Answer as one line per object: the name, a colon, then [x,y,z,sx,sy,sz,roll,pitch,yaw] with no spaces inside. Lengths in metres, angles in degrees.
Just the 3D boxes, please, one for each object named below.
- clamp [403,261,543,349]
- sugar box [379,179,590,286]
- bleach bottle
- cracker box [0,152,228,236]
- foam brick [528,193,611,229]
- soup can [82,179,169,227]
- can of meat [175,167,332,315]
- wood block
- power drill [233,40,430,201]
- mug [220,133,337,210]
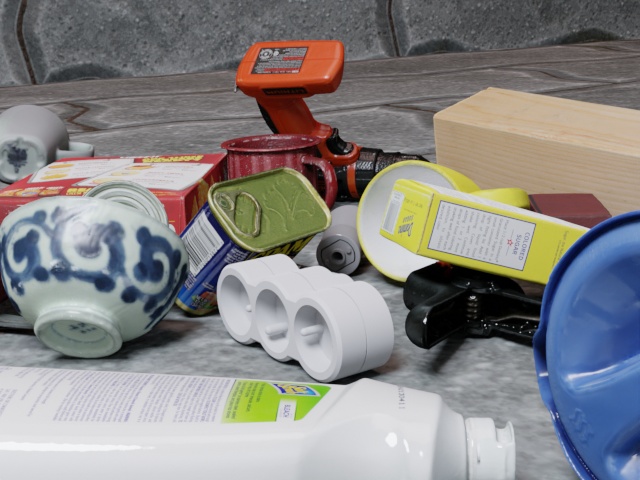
clamp: [0.088,0.041,0.664,0.120,0.039,0.172,8,4,-18]
sugar box: [0.135,0.003,0.699,0.176,0.048,0.093,16,6,-12]
bleach bottle: [-0.045,0.092,0.446,0.251,0.068,0.102,0,14,2]
cracker box: [-0.175,-0.026,0.930,0.164,0.072,0.213,-1,13,5]
foam brick: [0.185,-0.003,0.803,0.051,0.053,0.078,-2,15,4]
soup can: [-0.150,0.000,0.759,0.068,0.068,0.102,-8,-7,-21]
can of meat: [-0.055,0.001,0.748,0.101,0.057,0.084,-19,-21,-51]
wood block: [0.205,-0.062,0.895,0.206,0.091,0.090,17,35,42]
power drill: [0.008,-0.109,1.039,0.185,0.187,0.057,1,53,20]
mug: [-0.033,-0.050,0.977,0.117,0.081,0.093,7,17,34]
